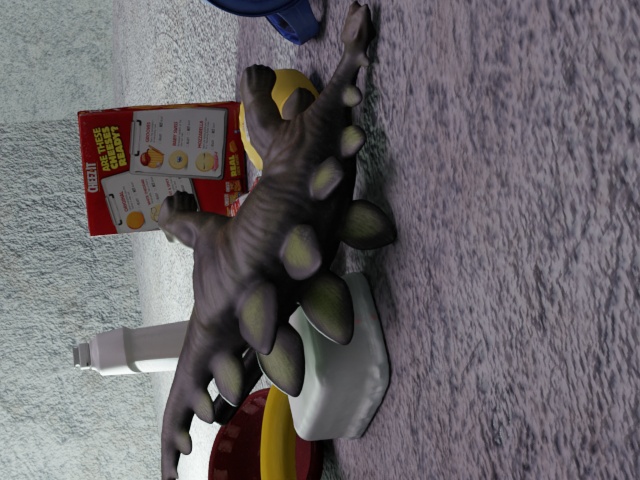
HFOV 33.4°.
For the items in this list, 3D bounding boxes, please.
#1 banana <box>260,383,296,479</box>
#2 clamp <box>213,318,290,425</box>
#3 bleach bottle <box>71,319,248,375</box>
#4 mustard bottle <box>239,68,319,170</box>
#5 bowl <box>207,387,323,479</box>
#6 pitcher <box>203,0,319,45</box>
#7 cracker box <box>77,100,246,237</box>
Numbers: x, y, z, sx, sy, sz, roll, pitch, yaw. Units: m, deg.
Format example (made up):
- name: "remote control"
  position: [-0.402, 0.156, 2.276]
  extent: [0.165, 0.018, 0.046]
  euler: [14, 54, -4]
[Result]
- name: "banana"
  position: [-0.036, 0.207, 1.092]
  extent: [0.070, 0.037, 0.198]
  euler: [-28, 52, 57]
- name: "clamp"
  position: [-0.042, 0.088, 1.055]
  extent: [0.036, 0.164, 0.210]
  euler: [35, 140, 10]
- name: "bleach bottle"
  position: [-0.176, 0.130, 1.309]
  extent: [0.103, 0.250, 0.068]
  euler: [123, 139, -69]
- name: "mustard bottle"
  position: [-0.035, -0.119, 1.050]
  extent: [0.192, 0.058, 0.096]
  euler: [-170, 76, -76]
- name: "bowl"
  position: [-0.049, 0.245, 1.164]
  extent: [0.162, 0.055, 0.162]
  euler: [-22, 56, 37]
- name: "pitcher"
  position: [-0.077, -0.277, 1.048]
  extent: [0.243, 0.145, 0.149]
  euler: [-135, 53, -74]
- name: "cracker box"
  position: [-0.211, -0.099, 1.431]
  extent: [0.072, 0.213, 0.164]
  euler: [-144, 50, -72]
